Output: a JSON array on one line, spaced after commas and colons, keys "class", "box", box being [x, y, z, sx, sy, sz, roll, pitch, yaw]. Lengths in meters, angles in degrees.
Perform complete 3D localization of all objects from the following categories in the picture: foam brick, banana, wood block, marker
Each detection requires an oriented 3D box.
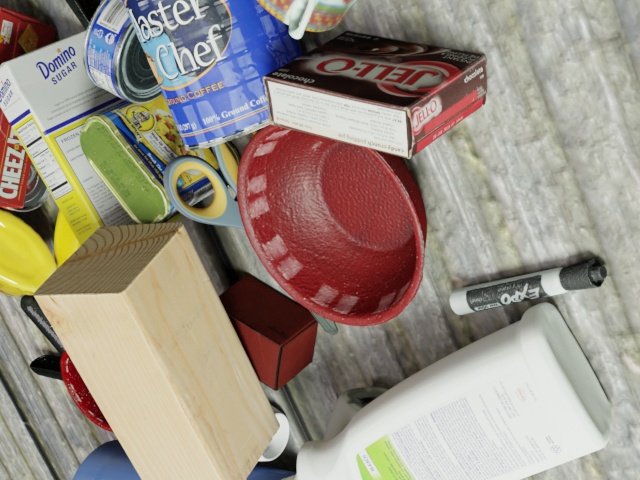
[{"class": "foam brick", "box": [-0.049, 0.076, 0.884, 0.078, 0.052, 0.051, 30, 133, 25]}, {"class": "banana", "box": [-0.218, -0.006, 0.996, 0.070, 0.037, 0.198, 30, 132, 18]}, {"class": "wood block", "box": [-0.121, 0.096, 0.835, 0.091, 0.090, 0.206, -2, 124, 33]}, {"class": "marker", "box": [0.138, 0.031, 0.714, 0.121, 0.020, 0.020, -17, 104, 46]}]

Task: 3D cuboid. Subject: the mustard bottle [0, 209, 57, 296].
[{"class": "mustard bottle", "box": [-0.325, 0.016, 1.066, 0.096, 0.058, 0.192, 41, 160, -17]}]

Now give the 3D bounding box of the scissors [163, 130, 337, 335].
[{"class": "scissors", "box": [-0.055, 0.001, 0.821, 0.016, 0.096, 0.202, 12, 123, 62]}]

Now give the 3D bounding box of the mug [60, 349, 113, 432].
[{"class": "mug", "box": [-0.194, 0.119, 1.020, 0.117, 0.081, 0.093, 12, 123, 36]}]

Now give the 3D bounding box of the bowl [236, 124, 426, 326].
[{"class": "bowl", "box": [0.018, -0.022, 0.760, 0.162, 0.055, 0.162, 22, 129, 30]}]

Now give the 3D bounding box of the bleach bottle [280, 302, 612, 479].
[{"class": "bleach bottle", "box": [0.069, 0.138, 0.749, 0.251, 0.068, 0.102, -27, 97, 27]}]

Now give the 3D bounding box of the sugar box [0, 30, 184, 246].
[{"class": "sugar box", "box": [-0.191, -0.077, 0.884, 0.048, 0.093, 0.176, -24, 98, 47]}]

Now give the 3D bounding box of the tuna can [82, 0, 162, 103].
[{"class": "tuna can", "box": [-0.135, -0.146, 0.795, 0.034, 0.086, 0.086, 29, 132, 23]}]

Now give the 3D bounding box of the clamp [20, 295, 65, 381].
[{"class": "clamp", "box": [-0.247, 0.136, 1.110, 0.171, 0.039, 0.120, 37, 147, 15]}]

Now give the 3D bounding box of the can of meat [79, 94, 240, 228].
[{"class": "can of meat", "box": [-0.127, -0.068, 0.839, 0.102, 0.083, 0.058, 51, 138, 3]}]

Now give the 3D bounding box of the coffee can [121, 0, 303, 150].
[{"class": "coffee can", "box": [-0.073, -0.146, 0.728, 0.103, 0.102, 0.140, -8, 110, 44]}]

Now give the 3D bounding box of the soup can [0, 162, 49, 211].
[{"class": "soup can", "box": [-0.312, -0.065, 1.019, 0.102, 0.068, 0.068, 7, 120, 39]}]

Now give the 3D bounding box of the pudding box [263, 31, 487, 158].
[{"class": "pudding box", "box": [0.035, -0.095, 0.673, 0.114, 0.089, 0.039, 16, 126, 35]}]

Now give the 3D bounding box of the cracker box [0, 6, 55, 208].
[{"class": "cracker box", "box": [-0.340, -0.124, 0.959, 0.214, 0.072, 0.164, 11, 91, 37]}]
